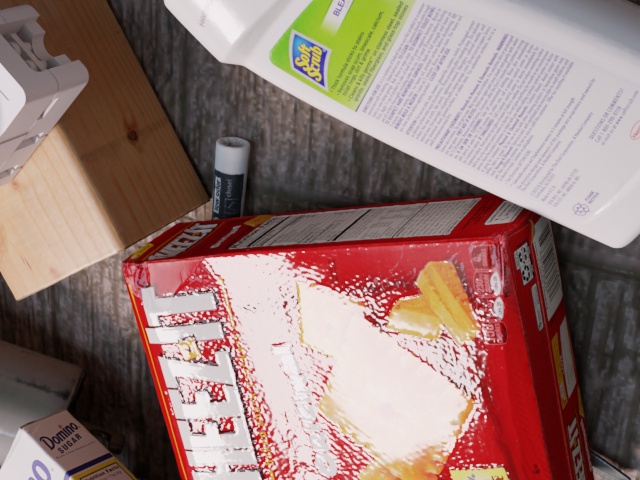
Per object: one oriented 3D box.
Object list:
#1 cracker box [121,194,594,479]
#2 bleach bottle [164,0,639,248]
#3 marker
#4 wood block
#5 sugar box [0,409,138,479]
[{"bbox_3d":[0.018,0.069,0.543,0.214,0.072,0.164,-4,107,28],"label":"cracker box"},{"bbox_3d":[0.038,-0.090,0.443,0.250,0.068,0.103,25,123,-7],"label":"bleach bottle"},{"bbox_3d":[-0.054,0.001,0.606,0.020,0.020,0.121,17,117,21],"label":"marker"},{"bbox_3d":[-0.160,-0.086,0.585,0.090,0.090,0.206,-23,98,33],"label":"wood block"},{"bbox_3d":[-0.115,0.187,0.599,0.176,0.048,0.093,36,113,18],"label":"sugar box"}]
